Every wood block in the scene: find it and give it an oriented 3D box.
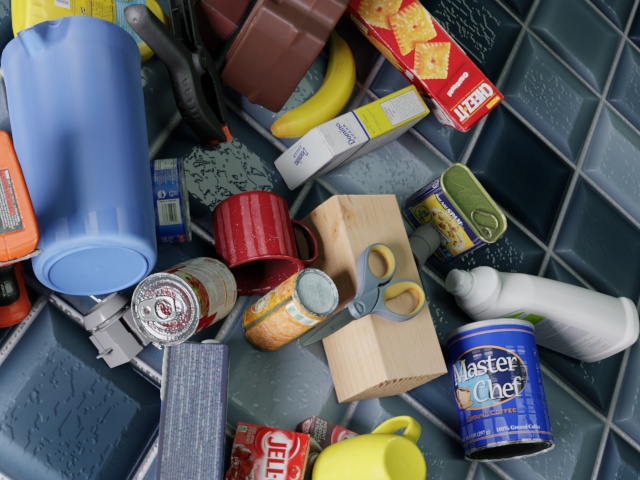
[{"bbox_3d":[0.051,0.062,1.160,0.090,0.090,0.206,-3,69,-37],"label":"wood block"}]

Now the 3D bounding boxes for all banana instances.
[{"bbox_3d":[0.001,-0.179,1.282,0.069,0.037,0.197,27,53,-5],"label":"banana"}]

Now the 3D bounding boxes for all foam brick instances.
[{"bbox_3d":[-0.123,-0.249,1.198,0.051,0.078,0.053,33,50,-18],"label":"foam brick"}]

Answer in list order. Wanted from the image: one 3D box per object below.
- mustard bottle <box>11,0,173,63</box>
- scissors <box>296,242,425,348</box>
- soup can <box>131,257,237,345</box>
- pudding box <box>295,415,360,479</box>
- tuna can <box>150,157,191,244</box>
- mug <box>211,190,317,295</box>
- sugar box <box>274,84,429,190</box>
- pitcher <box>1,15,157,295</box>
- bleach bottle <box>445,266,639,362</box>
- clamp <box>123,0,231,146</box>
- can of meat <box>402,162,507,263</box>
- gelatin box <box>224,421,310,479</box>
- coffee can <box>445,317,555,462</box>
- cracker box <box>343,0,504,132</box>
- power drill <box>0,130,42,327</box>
[{"bbox_3d":[-0.225,-0.233,1.128,0.191,0.058,0.096,7,61,-33],"label":"mustard bottle"},{"bbox_3d":[0.032,0.051,1.064,0.201,0.016,0.096,-5,66,-46],"label":"scissors"},{"bbox_3d":[-0.127,0.055,1.016,0.068,0.069,0.102,57,18,2],"label":"soup can"},{"bbox_3d":[0.013,0.245,1.075,0.090,0.039,0.113,26,55,-23],"label":"pudding box"},{"bbox_3d":[-0.150,-0.039,1.067,0.033,0.086,0.086,-6,68,-4],"label":"tuna can"},{"bbox_3d":[-0.057,0.001,1.111,0.117,0.093,0.081,1,63,-24],"label":"mug"},{"bbox_3d":[0.037,-0.121,1.238,0.175,0.094,0.048,-25,83,-41],"label":"sugar box"},{"bbox_3d":[-0.215,-0.072,0.994,0.149,0.145,0.243,3,58,-28],"label":"pitcher"},{"bbox_3d":[0.262,0.080,1.293,0.250,0.103,0.068,20,53,-28],"label":"bleach bottle"},{"bbox_3d":[-0.139,-0.197,1.123,0.164,0.036,0.210,-81,156,-46],"label":"clamp"},{"bbox_3d":[0.159,-0.030,1.286,0.102,0.084,0.057,52,49,-3],"label":"can of meat"},{"bbox_3d":[-0.053,0.223,1.023,0.073,0.030,0.089,10,57,6],"label":"gelatin box"},{"bbox_3d":[0.202,0.170,1.205,0.102,0.103,0.140,9,63,-32],"label":"coffee can"},{"bbox_3d":[0.118,-0.234,1.314,0.213,0.072,0.164,47,6,-7],"label":"cracker box"},{"bbox_3d":[-0.283,-0.028,0.902,0.057,0.188,0.184,-16,81,-20],"label":"power drill"}]
